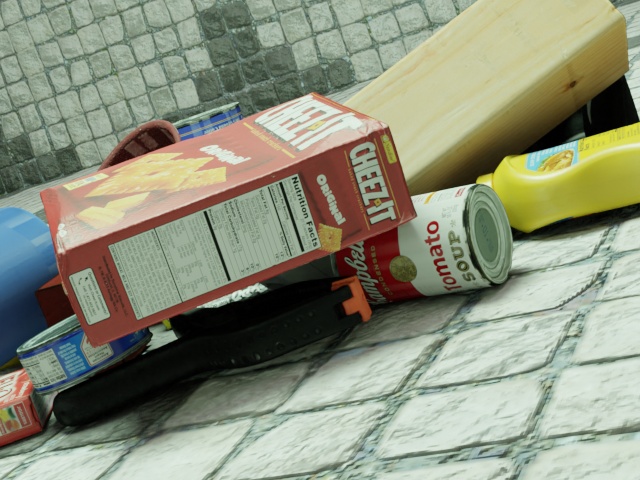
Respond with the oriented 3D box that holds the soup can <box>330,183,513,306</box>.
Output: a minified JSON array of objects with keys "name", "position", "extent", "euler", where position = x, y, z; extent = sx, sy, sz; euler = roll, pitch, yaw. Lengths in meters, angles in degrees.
[{"name":"soup can","position":[0.067,0.004,0.701],"extent":[0.102,0.068,0.068],"euler":[-11,13,32]}]

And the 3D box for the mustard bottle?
[{"name":"mustard bottle","position":[0.189,-0.046,0.763],"extent":[0.192,0.058,0.096],"euler":[-15,13,21]}]

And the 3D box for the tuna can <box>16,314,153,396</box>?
[{"name":"tuna can","position":[-0.158,0.068,0.714],"extent":[0.086,0.034,0.086],"euler":[-26,7,3]}]

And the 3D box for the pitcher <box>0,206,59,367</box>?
[{"name":"pitcher","position":[-0.314,0.068,0.814],"extent":[0.242,0.149,0.145],"euler":[-35,-23,-44]}]

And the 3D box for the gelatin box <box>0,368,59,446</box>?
[{"name":"gelatin box","position":[-0.226,0.118,0.741],"extent":[0.073,0.030,0.089],"euler":[-20,11,-3]}]

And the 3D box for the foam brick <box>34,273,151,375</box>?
[{"name":"foam brick","position":[-0.173,0.059,0.818],"extent":[0.051,0.078,0.053],"euler":[-15,14,17]}]

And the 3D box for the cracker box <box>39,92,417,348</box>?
[{"name":"cracker box","position":[-0.069,-0.025,0.696],"extent":[0.213,0.072,0.164],"euler":[-22,20,-10]}]

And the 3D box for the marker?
[{"name":"marker","position":[-0.051,0.043,0.840],"extent":[0.121,0.020,0.020],"euler":[-19,11,-2]}]

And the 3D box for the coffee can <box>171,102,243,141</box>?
[{"name":"coffee can","position":[-0.116,-0.071,1.188],"extent":[0.103,0.140,0.103],"euler":[-19,11,3]}]

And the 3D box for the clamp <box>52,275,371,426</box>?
[{"name":"clamp","position":[-0.060,0.060,0.722],"extent":[0.210,0.036,0.164],"euler":[-19,11,21]}]

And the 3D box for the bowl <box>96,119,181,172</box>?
[{"name":"bowl","position":[-0.156,-0.025,0.953],"extent":[0.162,0.055,0.162],"euler":[-31,44,35]}]

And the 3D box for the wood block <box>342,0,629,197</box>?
[{"name":"wood block","position":[0.127,-0.116,0.828],"extent":[0.206,0.090,0.090],"euler":[-37,-25,3]}]
